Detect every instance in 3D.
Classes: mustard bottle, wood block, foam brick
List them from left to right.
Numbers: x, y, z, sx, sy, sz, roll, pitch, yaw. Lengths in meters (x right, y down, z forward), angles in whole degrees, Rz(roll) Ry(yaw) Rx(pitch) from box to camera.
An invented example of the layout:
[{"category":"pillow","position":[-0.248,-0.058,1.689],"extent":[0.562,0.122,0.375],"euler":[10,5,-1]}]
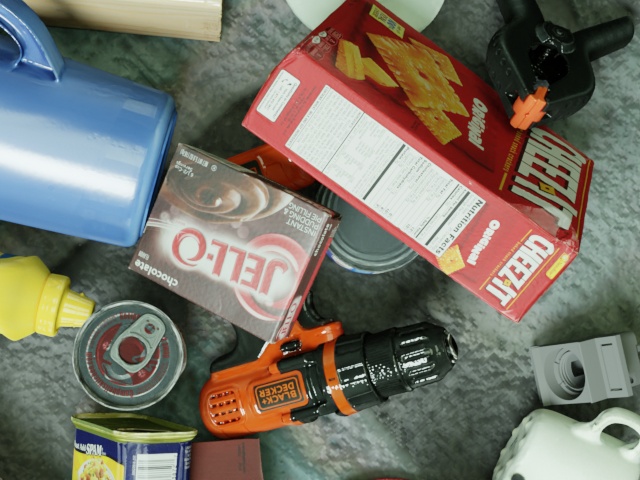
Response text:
[{"category":"mustard bottle","position":[-0.244,0.026,0.703],"extent":[0.191,0.096,0.058],"euler":[15,83,-4]},{"category":"wood block","position":[-0.168,-0.200,0.736],"extent":[0.206,0.090,0.091],"euler":[5,85,-5]},{"category":"foam brick","position":[-0.064,0.176,0.720],"extent":[0.053,0.051,0.078],"euler":[-3,70,-6]}]

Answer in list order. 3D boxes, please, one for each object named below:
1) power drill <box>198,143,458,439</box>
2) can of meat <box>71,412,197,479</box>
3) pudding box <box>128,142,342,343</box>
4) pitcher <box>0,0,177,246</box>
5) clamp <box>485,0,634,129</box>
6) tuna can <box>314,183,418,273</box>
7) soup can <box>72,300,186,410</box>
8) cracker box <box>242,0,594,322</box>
[{"category":"power drill","position":[-0.015,0.029,0.718],"extent":[0.185,0.057,0.188],"euler":[-18,82,18]},{"category":"can of meat","position":[-0.126,0.161,0.700],"extent":[0.057,0.102,0.084],"euler":[5,86,-35]},{"category":"pudding box","position":[-0.054,0.001,0.681],"extent":[0.114,0.039,0.090],"euler":[26,99,18]},{"category":"pitcher","position":[-0.220,-0.085,0.696],"extent":[0.242,0.149,0.145],"euler":[16,83,-7]},{"category":"clamp","position":[0.169,-0.133,0.753],"extent":[0.120,0.039,0.171],"euler":[17,49,-4]},{"category":"tuna can","position":[0.037,-0.019,0.765],"extent":[0.086,0.034,0.086],"euler":[0,85,-5]},{"category":"soup can","position":[-0.123,0.075,0.707],"extent":[0.068,0.102,0.068],"euler":[1,85,-6]},{"category":"cracker box","position":[0.075,-0.066,0.707],"extent":[0.213,0.164,0.072],"euler":[36,120,-1]}]
